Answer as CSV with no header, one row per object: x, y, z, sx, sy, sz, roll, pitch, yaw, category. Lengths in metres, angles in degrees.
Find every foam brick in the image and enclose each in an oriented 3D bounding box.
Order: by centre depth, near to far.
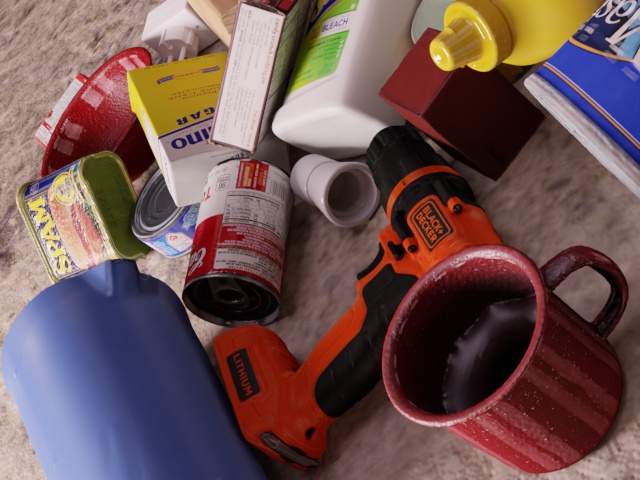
0.085,-0.082,0.644,0.053,0.078,0.051,-53,36,3,foam brick

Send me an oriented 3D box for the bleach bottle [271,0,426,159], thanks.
0.037,-0.189,0.756,0.103,0.068,0.251,-11,63,57,bleach bottle

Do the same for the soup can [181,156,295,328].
-0.055,0.001,0.745,0.069,0.068,0.102,-23,46,37,soup can

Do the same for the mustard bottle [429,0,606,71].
0.137,-0.147,0.588,0.191,0.058,0.096,-35,35,-19,mustard bottle

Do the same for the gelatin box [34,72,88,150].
-0.260,-0.128,1.132,0.089,0.030,0.073,-54,36,0,gelatin box

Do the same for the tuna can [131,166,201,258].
-0.116,-0.030,0.875,0.086,0.033,0.086,-30,41,30,tuna can

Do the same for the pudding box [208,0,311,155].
-0.041,-0.130,0.758,0.090,0.039,0.114,-64,-10,-57,pudding box

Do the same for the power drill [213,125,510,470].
0.020,0.031,0.641,0.188,0.057,0.184,-44,36,14,power drill

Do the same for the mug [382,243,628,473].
0.098,0.052,0.510,0.117,0.081,0.093,-48,35,9,mug

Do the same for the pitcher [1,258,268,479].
-0.109,0.139,0.658,0.145,0.149,0.243,-38,38,-2,pitcher

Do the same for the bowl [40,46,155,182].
-0.193,-0.101,1.007,0.162,0.055,0.162,-30,41,31,bowl

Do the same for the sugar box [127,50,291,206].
-0.093,-0.095,0.856,0.093,0.048,0.176,-15,32,-14,sugar box

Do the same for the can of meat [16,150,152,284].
-0.198,-0.017,0.908,0.084,0.102,0.057,-20,4,35,can of meat
